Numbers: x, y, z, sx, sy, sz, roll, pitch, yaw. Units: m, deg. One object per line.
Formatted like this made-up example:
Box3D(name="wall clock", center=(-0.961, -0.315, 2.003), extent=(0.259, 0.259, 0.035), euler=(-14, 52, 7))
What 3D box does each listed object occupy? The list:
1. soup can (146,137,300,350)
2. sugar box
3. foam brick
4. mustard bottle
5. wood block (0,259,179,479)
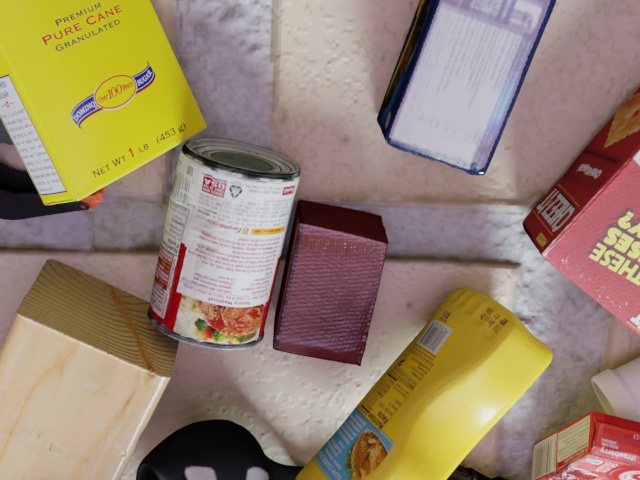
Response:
Box3D(name="soup can", center=(-0.054, 0.001, 0.594), extent=(0.068, 0.068, 0.102), euler=(12, 106, -5))
Box3D(name="sugar box", center=(-0.136, -0.117, 0.545), extent=(0.093, 0.048, 0.176), euler=(-36, 113, -35))
Box3D(name="foam brick", center=(0.005, 0.023, 0.610), extent=(0.051, 0.053, 0.078), euler=(10, 108, -4))
Box3D(name="mustard bottle", center=(0.041, 0.115, 0.593), extent=(0.058, 0.096, 0.191), euler=(43, 86, -15))
Box3D(name="wood block", center=(-0.164, 0.130, 0.620), extent=(0.090, 0.091, 0.206), euler=(25, 105, -9))
